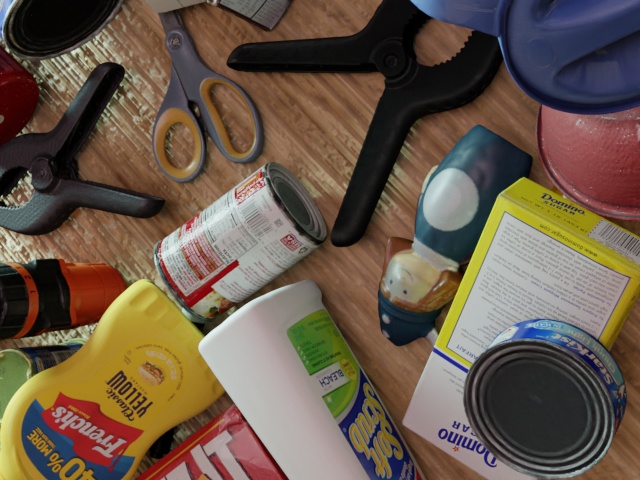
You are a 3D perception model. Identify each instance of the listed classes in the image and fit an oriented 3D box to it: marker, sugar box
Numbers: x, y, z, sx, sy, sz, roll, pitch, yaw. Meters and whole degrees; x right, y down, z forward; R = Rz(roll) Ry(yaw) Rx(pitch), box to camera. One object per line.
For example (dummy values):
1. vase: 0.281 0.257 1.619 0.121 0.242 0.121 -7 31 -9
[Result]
1. marker: -0.105 0.101 0.776 0.020 0.020 0.121 17 94 22
2. sugar box: 0.122 0.061 0.639 0.093 0.048 0.176 31 125 20

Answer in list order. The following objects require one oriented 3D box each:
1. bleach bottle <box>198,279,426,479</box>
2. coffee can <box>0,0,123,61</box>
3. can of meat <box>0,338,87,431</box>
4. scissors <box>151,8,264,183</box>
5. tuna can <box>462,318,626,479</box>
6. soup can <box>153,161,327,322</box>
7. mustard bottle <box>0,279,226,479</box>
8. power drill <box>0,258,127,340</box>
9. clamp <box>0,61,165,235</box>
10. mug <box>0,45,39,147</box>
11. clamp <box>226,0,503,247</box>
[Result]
1. bleach bottle: 0.026 0.148 0.688 0.068 0.102 0.251 -39 80 25
2. coffee can: -0.225 -0.220 0.797 0.103 0.102 0.140 -42 74 15
3. can of meat: -0.226 0.111 0.791 0.102 0.083 0.057 -19 80 20
4. scissors: -0.115 -0.128 0.793 0.096 0.016 0.202 -41 73 16
5. tuna can: 0.126 0.088 0.597 0.086 0.033 0.086 12 116 26
6. soup can: -0.055 0.001 0.734 0.102 0.068 0.068 -35 75 17
7. mustard bottle: -0.156 0.122 0.722 0.191 0.058 0.096 -43 104 -7
8. power drill: -0.260 0.059 0.765 0.188 0.184 0.057 -16 81 31
9. clamp: -0.194 -0.044 0.811 0.172 0.039 0.120 -31 72 24
10. mug: -0.268 -0.126 0.811 0.081 0.093 0.117 42 138 14
11. clamp: 0.043 -0.120 0.716 0.210 0.036 0.165 -41 74 14
